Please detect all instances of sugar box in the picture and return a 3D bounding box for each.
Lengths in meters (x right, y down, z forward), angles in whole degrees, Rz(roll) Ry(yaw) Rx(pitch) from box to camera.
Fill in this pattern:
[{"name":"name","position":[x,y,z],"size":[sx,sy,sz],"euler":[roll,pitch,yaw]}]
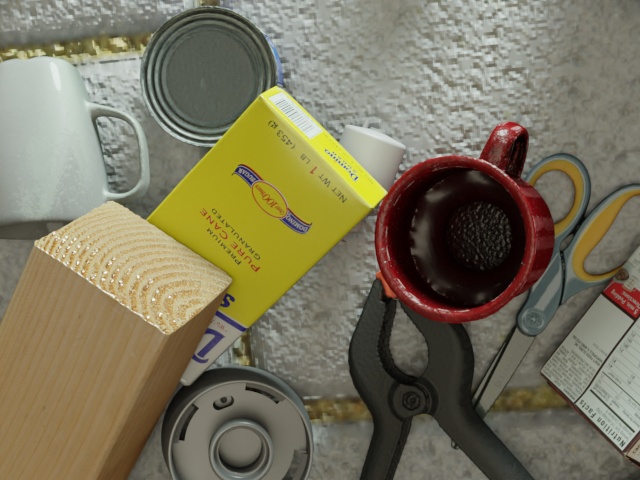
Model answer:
[{"name":"sugar box","position":[-0.054,0.001,0.646],"size":[0.093,0.048,0.176],"euler":[45,112,1]}]

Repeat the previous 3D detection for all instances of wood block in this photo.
[{"name":"wood block","position":[-0.146,0.093,0.633],"size":[0.091,0.090,0.206],"euler":[32,115,7]}]

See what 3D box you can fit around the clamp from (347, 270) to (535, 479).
[{"name":"clamp","position":[0.071,0.101,0.659],"size":[0.120,0.039,0.171],"euler":[-4,93,13]}]

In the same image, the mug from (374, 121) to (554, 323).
[{"name":"mug","position":[0.093,-0.013,0.621],"size":[0.093,0.081,0.117],"euler":[22,100,23]}]

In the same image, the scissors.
[{"name":"scissors","position":[0.123,0.029,0.664],"size":[0.202,0.016,0.096],"euler":[-44,87,8]}]

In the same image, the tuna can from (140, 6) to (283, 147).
[{"name":"tuna can","position":[-0.067,-0.101,0.665],"size":[0.086,0.033,0.086],"euler":[1,95,6]}]
